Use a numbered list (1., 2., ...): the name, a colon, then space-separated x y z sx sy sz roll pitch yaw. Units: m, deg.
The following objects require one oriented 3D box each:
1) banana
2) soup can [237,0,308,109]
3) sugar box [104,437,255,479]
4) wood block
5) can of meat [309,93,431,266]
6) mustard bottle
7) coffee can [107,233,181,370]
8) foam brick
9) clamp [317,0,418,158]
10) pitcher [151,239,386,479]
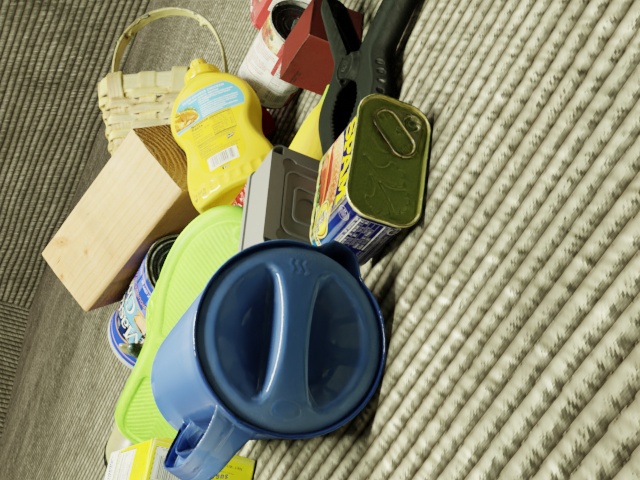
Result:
1. banana: -0.028 -0.052 1.010 0.198 0.037 0.069 -59 0 30
2. soup can: -0.040 -0.194 1.126 0.102 0.068 0.068 129 153 -50
3. sugar box: -0.132 0.214 0.962 0.176 0.093 0.048 142 142 -62
4. wood block: -0.205 -0.025 1.179 0.206 0.090 0.090 -47 -15 30
5. can of meat: 0.034 -0.041 0.775 0.084 0.057 0.102 132 151 -58
6. mustard bottle: -0.105 -0.117 1.104 0.096 0.058 0.192 -27 56 9
7. coffee can: -0.167 0.074 1.184 0.140 0.102 0.103 127 154 -45
8. foam brick: 0.000 -0.186 1.022 0.078 0.053 0.051 135 149 -54
9. clamp: 0.031 -0.144 0.905 0.165 0.036 0.210 -5 70 63
10. pitcher: -0.061 0.099 0.800 0.243 0.149 0.145 142 116 -66
